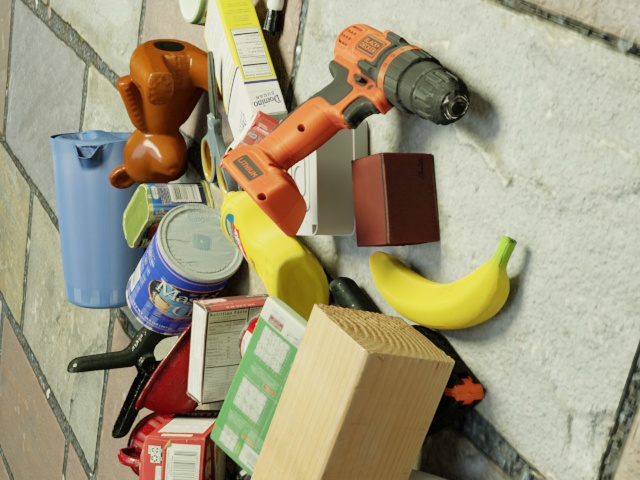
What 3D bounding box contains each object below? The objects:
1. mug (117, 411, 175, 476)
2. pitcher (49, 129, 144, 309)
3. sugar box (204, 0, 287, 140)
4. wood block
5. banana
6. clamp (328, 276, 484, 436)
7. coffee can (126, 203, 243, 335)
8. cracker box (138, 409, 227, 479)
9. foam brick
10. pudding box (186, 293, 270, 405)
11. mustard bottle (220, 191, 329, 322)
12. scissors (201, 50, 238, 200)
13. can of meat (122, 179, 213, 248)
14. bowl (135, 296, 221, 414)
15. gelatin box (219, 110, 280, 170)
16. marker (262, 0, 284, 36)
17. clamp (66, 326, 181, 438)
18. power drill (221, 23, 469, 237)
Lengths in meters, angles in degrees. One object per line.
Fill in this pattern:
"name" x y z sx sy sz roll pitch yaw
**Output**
"mug" -0.193 0.266 1.326 0.082 0.117 0.093 12 96 55
"pitcher" -0.305 -0.035 1.505 0.145 0.148 0.243 13 107 45
"sugar box" -0.082 -0.181 1.149 0.093 0.048 0.176 112 143 -60
"wood block" 0.017 0.166 0.865 0.090 0.090 0.206 39 113 55
"banana" 0.096 0.039 0.874 0.198 0.037 0.069 -7 67 59
"clamp" 0.063 0.108 0.932 0.210 0.036 0.164 -11 81 58
"coffee can" -0.162 0.036 1.261 0.140 0.102 0.103 -52 48 50
"cracker box" -0.149 0.281 1.178 0.213 0.072 0.164 46 -134 -88
"foam brick" 0.063 -0.033 0.906 0.051 0.052 0.078 -11 82 60
"pudding box" -0.095 0.117 1.160 0.039 0.089 0.113 28 117 56
"mustard bottle" -0.058 0.002 1.104 0.192 0.058 0.096 50 167 49
"scissors" -0.112 -0.115 1.199 0.096 0.016 0.202 62 159 23
"can of meat" -0.191 -0.031 1.327 0.102 0.083 0.057 -50 50 50
"bowl" -0.143 0.145 1.231 0.055 0.161 0.162 36 135 4
"gelatin box" -0.052 -0.085 1.084 0.089 0.073 0.030 -41 22 55
"marker" -0.043 -0.273 1.111 0.020 0.020 0.121 41 127 53
"clamp" -0.220 0.165 1.337 0.039 0.171 0.120 24 137 57
"power drill" 0.018 -0.091 0.881 0.187 0.057 0.185 -42 34 -2
